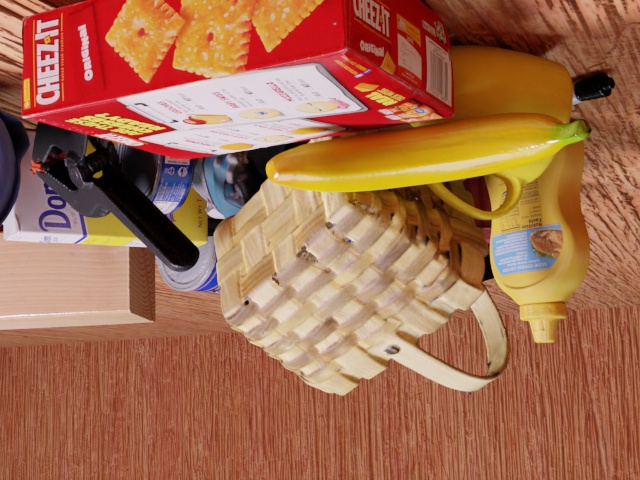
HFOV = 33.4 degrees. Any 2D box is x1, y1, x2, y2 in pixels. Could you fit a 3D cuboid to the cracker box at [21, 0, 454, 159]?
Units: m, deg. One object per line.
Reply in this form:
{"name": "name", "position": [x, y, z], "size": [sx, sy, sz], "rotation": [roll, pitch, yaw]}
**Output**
{"name": "cracker box", "position": [-0.046, -0.107, 0.648], "size": [0.214, 0.072, 0.164], "rotation": [-6, 172, 27]}

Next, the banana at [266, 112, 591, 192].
{"name": "banana", "position": [0.067, -0.058, 0.673], "size": [0.198, 0.037, 0.069], "rotation": [-9, 168, 10]}

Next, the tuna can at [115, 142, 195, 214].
{"name": "tuna can", "position": [-0.134, -0.064, 0.858], "size": [0.033, 0.086, 0.086], "rotation": [2, 170, -34]}

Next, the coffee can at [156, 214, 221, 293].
{"name": "coffee can", "position": [-0.113, 0.015, 1.293], "size": [0.103, 0.103, 0.140], "rotation": [-10, 168, 40]}

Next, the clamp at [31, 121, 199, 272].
{"name": "clamp", "position": [-0.176, -0.068, 0.818], "size": [0.036, 0.164, 0.210], "rotation": [-31, -151, -29]}

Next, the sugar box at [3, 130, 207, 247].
{"name": "sugar box", "position": [-0.189, -0.043, 0.951], "size": [0.175, 0.093, 0.048], "rotation": [3, 169, -30]}

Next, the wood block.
{"name": "wood block", "position": [-0.281, 0.040, 1.092], "size": [0.206, 0.091, 0.090], "rotation": [-4, 168, 8]}

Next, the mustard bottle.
{"name": "mustard bottle", "position": [0.194, -0.005, 0.953], "size": [0.058, 0.191, 0.096], "rotation": [6, 168, -41]}
